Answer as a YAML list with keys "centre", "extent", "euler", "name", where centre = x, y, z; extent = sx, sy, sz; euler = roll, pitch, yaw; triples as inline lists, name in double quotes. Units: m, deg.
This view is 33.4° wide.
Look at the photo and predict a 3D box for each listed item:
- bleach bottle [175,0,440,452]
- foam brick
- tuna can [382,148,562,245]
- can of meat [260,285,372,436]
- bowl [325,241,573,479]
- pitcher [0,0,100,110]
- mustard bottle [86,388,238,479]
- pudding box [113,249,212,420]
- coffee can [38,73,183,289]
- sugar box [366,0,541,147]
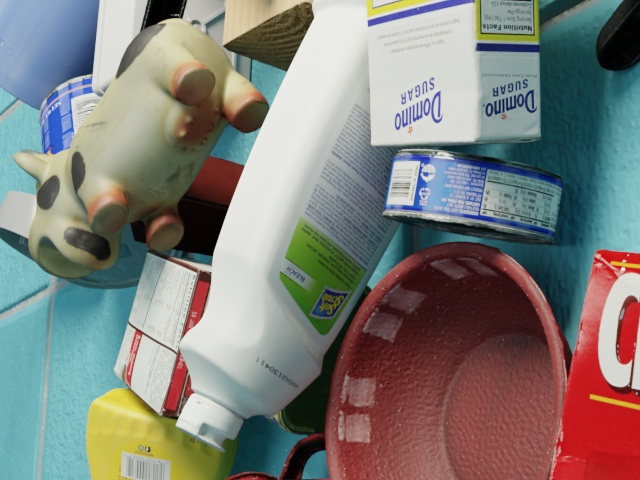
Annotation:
- centre: [-0.010, -0.010, 0.569]
  extent: [0.068, 0.102, 0.250]
  euler: [9, 67, 53]
  name: "bleach bottle"
- centre: [-0.093, -0.027, 0.763]
  extent: [0.053, 0.078, 0.051]
  euler: [-48, 46, 33]
  name: "foam brick"
- centre: [0.075, -0.021, 0.528]
  extent: [0.086, 0.086, 0.034]
  euler: [8, 87, 54]
  name: "tuna can"
- centre: [-0.019, 0.061, 0.654]
  extent: [0.084, 0.057, 0.102]
  euler: [18, 93, 52]
  name: "can of meat"
- centre: [0.072, 0.084, 0.520]
  extent: [0.162, 0.055, 0.162]
  euler: [-26, 56, 46]
  name: "bowl"
- centre: [-0.182, -0.225, 0.921]
  extent: [0.243, 0.149, 0.145]
  euler: [-51, 28, 26]
  name: "pitcher"
- centre: [-0.110, 0.198, 0.700]
  extent: [0.096, 0.058, 0.192]
  euler: [8, 99, 12]
  name: "mustard bottle"
- centre: [-0.088, 0.057, 0.664]
  extent: [0.114, 0.039, 0.090]
  euler: [15, 89, 63]
  name: "pudding box"
- centre: [-0.168, -0.047, 0.847]
  extent: [0.103, 0.102, 0.140]
  euler: [-43, 47, 37]
  name: "coffee can"
- centre: [0.061, -0.133, 0.509]
  extent: [0.093, 0.048, 0.176]
  euler: [9, 104, 62]
  name: "sugar box"
